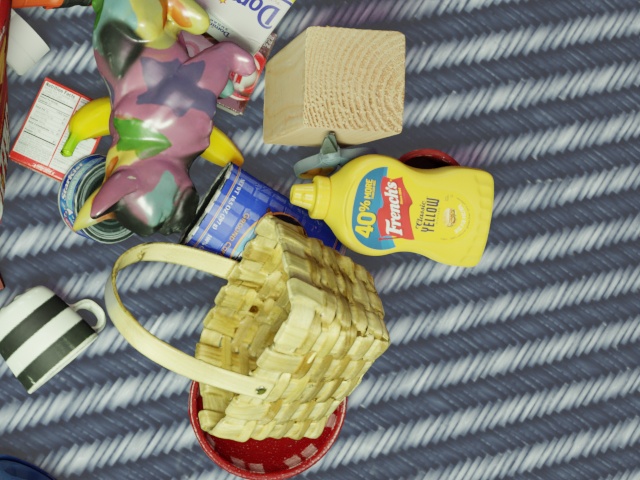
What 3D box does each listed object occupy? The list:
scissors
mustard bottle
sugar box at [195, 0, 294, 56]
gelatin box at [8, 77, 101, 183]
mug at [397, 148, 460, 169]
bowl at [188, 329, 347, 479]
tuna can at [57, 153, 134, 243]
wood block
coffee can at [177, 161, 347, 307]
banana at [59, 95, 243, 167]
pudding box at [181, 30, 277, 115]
[{"bbox_3d":[0.026,-0.085,1.026,0.096,0.202,0.016,-10,85,-15],"label":"scissors"},{"bbox_3d":[0.066,-0.032,1.023,0.191,0.058,0.096,7,100,-11],"label":"mustard bottle"},{"bbox_3d":[-0.057,-0.272,1.059,0.093,0.048,0.176,36,66,-10],"label":"sugar box"},{"bbox_3d":[-0.255,-0.105,1.052,0.073,0.030,0.089,25,83,-11],"label":"gelatin box"},{"bbox_3d":[0.103,-0.035,1.104,0.093,0.081,0.117,-28,97,-10],"label":"mug"},{"bbox_3d":[-0.056,0.160,1.088,0.162,0.055,0.162,0,91,-12],"label":"bowl"},{"bbox_3d":[-0.210,-0.040,1.042,0.085,0.034,0.086,-12,109,-38],"label":"tuna can"},{"bbox_3d":[0.007,-0.141,1.017,0.090,0.206,0.090,1,91,-12],"label":"wood block"},{"bbox_3d":[-0.057,0.001,1.060,0.140,0.103,0.103,32,85,-11],"label":"coffee can"},{"bbox_3d":[-0.166,-0.107,1.049,0.197,0.037,0.069,1,81,-34],"label":"banana"},{"bbox_3d":[-0.112,-0.189,1.076,0.113,0.039,0.090,24,86,-12],"label":"pudding box"}]
